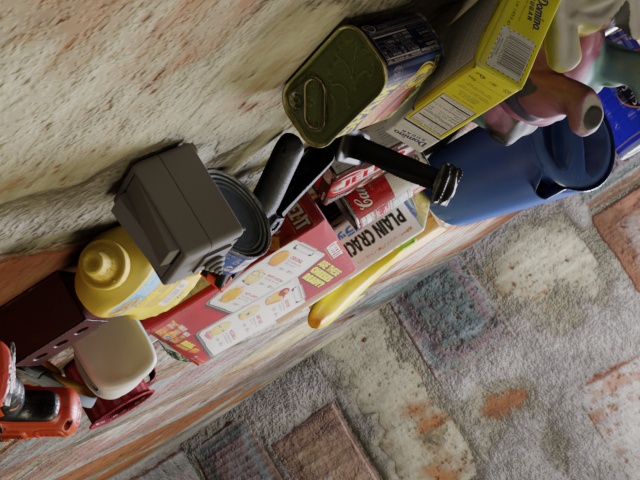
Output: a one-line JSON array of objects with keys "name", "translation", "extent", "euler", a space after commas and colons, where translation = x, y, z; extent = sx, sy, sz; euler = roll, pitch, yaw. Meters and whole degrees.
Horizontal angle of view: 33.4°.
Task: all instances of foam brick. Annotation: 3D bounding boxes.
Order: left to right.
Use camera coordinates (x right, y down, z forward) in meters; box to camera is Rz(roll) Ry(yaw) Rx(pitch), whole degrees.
[{"name": "foam brick", "translation": [-0.239, 0.069, 0.934], "extent": [0.078, 0.051, 0.053], "euler": [-33, 171, 5]}]

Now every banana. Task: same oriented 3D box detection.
[{"name": "banana", "translation": [0.040, 0.053, 1.349], "extent": [0.197, 0.037, 0.070], "euler": [-41, 176, -31]}]

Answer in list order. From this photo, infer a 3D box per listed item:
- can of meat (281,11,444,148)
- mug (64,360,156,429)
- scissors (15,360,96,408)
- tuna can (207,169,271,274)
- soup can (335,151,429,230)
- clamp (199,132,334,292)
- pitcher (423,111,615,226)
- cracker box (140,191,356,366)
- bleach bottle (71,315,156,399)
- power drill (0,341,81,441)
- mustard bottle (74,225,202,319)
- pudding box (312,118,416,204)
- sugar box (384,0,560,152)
[{"name": "can of meat", "translation": [0.034, -0.123, 0.801], "extent": [0.083, 0.057, 0.102], "euler": [-26, 169, -45]}, {"name": "mug", "translation": [-0.259, 0.174, 1.341], "extent": [0.117, 0.081, 0.093], "euler": [-24, 168, -42]}, {"name": "scissors", "translation": [-0.304, 0.124, 1.077], "extent": [0.016, 0.096, 0.201], "euler": [-56, 141, -5]}, {"name": "tuna can", "translation": [-0.083, -0.015, 0.893], "extent": [0.034, 0.086, 0.086], "euler": [-36, 171, 30]}, {"name": "soup can", "translation": [0.066, -0.066, 1.180], "extent": [0.102, 0.068, 0.068], "euler": [-32, 171, -6]}, {"name": "clamp", "translation": [-0.053, -0.029, 0.970], "extent": [0.171, 0.039, 0.120], "euler": [-54, 161, 1]}, {"name": "pitcher", "translation": [0.237, -0.104, 1.322], "extent": [0.149, 0.145, 0.243], "euler": [-13, 175, -32]}, {"name": "cracker box", "translation": [-0.082, 0.037, 1.143], "extent": [0.213, 0.072, 0.164], "euler": [-32, 156, 1]}, {"name": "bleach bottle", "translation": [-0.226, 0.130, 1.138], "extent": [0.068, 0.102, 0.251], "euler": [-28, 170, -18]}, {"name": "power drill", "translation": [-0.306, 0.129, 0.892], "extent": [0.184, 0.057, 0.188], "euler": [-1, 162, -2]}, {"name": "mustard bottle", "translation": [-0.162, 0.025, 0.926], "extent": [0.096, 0.058, 0.191], "euler": [-43, 170, 4]}, {"name": "pudding box", "translation": [0.048, -0.087, 1.096], "extent": [0.113, 0.039, 0.090], "euler": [-30, 170, -14]}, {"name": "sugar box", "translation": [0.115, -0.136, 0.834], "extent": [0.093, 0.048, 0.176], "euler": [-63, -171, -17]}]
